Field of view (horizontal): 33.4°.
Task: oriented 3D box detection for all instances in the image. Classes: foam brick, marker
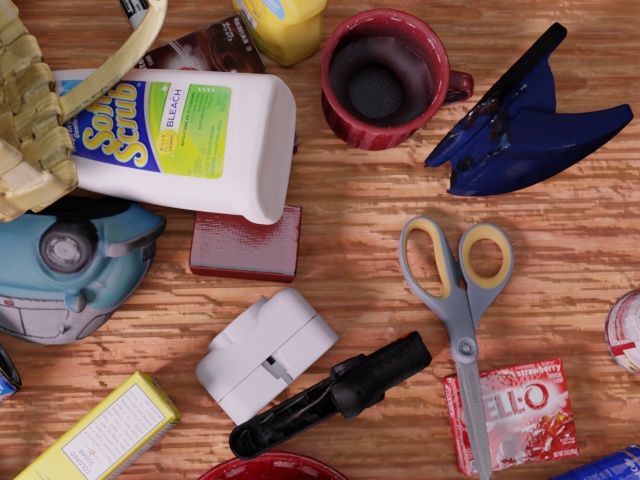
[{"bbox_3d":[-0.055,0.001,0.783,0.078,0.053,0.051,5,81,-4],"label":"foam brick"},{"bbox_3d":[-0.159,-0.213,0.824,0.020,0.020,0.121,-26,84,-7],"label":"marker"}]

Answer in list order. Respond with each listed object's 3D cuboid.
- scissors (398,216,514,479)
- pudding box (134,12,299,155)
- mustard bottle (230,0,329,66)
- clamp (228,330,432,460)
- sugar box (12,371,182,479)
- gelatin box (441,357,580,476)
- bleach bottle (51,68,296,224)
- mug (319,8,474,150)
[{"bbox_3d":[0.120,0.068,0.783,0.096,0.016,0.202,-17,70,-14],"label":"scissors"},{"bbox_3d":[-0.079,-0.101,0.803,0.090,0.039,0.113,-24,83,-6],"label":"pudding box"},{"bbox_3d":[-0.030,-0.194,0.743,0.058,0.192,0.096,-28,84,-8],"label":"mustard bottle"},{"bbox_3d":[0.028,0.098,0.731,0.171,0.120,0.039,-26,93,-40],"label":"clamp"},{"bbox_3d":[-0.175,0.163,0.730,0.176,0.093,0.048,-39,85,-9],"label":"sugar box"},{"bbox_3d":[0.140,0.130,0.788,0.089,0.030,0.073,-9,82,-5],"label":"gelatin box"},{"bbox_3d":[-0.147,-0.071,0.755,0.251,0.068,0.102,4,78,18],"label":"bleach bottle"},{"bbox_3d":[0.055,-0.114,0.792,0.117,0.081,0.093,-1,82,-4],"label":"mug"}]
